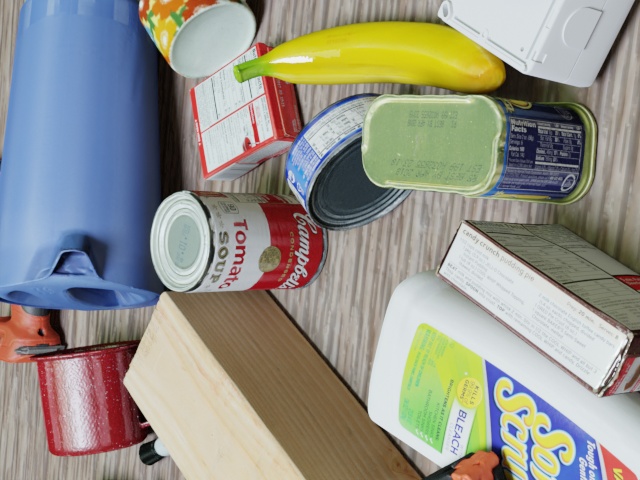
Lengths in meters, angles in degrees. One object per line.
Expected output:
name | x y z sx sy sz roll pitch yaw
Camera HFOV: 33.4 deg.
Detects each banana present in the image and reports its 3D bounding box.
banana | 0.039 -0.108 0.652 0.198 0.069 0.037 6 131 41

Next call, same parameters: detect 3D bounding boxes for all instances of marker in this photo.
marker | -0.106 0.153 0.835 0.121 0.020 0.020 -32 68 42

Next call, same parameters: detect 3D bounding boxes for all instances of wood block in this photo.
wood block | -0.035 0.130 0.710 0.206 0.090 0.090 47 123 35

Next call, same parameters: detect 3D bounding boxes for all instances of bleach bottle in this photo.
bleach bottle | 0.137 0.107 0.550 0.251 0.067 0.103 28 114 41

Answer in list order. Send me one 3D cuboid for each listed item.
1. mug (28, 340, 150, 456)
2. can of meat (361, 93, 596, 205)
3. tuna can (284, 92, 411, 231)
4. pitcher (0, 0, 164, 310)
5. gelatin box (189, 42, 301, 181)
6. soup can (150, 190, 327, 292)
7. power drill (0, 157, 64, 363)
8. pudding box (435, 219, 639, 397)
mug | -0.174 0.127 0.868 0.117 0.093 0.081 -8 89 10
can of meat | 0.085 -0.051 0.588 0.102 0.083 0.057 8 96 46
tuna can | 0.022 -0.048 0.653 0.034 0.085 0.086 55 126 33
pitcher | -0.188 -0.065 0.843 0.149 0.144 0.243 -9 75 35
gelatin box | -0.054 -0.091 0.773 0.089 0.030 0.073 -24 72 44
soup can | -0.055 0.001 0.721 0.069 0.102 0.068 0 89 46
power drill | -0.293 0.015 1.004 0.185 0.057 0.188 7 95 46
pudding box | 0.128 0.031 0.538 0.114 0.089 0.039 37 115 40
